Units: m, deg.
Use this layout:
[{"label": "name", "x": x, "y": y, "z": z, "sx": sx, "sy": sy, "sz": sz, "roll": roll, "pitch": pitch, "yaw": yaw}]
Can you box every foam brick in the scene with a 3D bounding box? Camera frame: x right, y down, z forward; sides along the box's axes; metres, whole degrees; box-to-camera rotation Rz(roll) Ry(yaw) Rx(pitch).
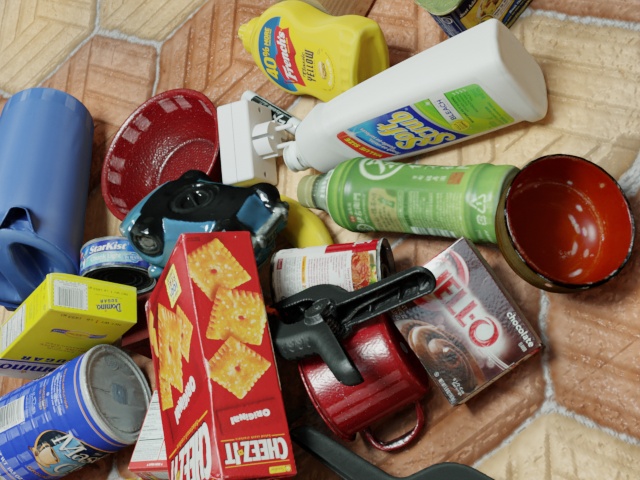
[{"label": "foam brick", "x": -0.156, "y": 0.081, "z": 1.077, "sx": 0.078, "sy": 0.053, "sz": 0.051, "roll": -19, "pitch": 59, "yaw": 26}]

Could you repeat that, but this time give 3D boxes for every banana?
[{"label": "banana", "x": -0.044, "y": -0.012, "z": 1.055, "sx": 0.198, "sy": 0.037, "sz": 0.069, "roll": 37, "pitch": 91, "yaw": 40}]

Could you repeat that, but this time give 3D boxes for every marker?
[{"label": "marker", "x": -0.041, "y": -0.128, "z": 1.120, "sx": 0.121, "sy": 0.020, "sz": 0.020, "roll": 34, "pitch": 90, "yaw": 39}]

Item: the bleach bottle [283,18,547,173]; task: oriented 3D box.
[{"label": "bleach bottle", "x": 0.076, "y": -0.114, "z": 0.995, "sx": 0.251, "sy": 0.102, "sz": 0.068, "roll": -21, "pitch": 49, "yaw": 32}]

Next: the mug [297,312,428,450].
[{"label": "mug", "x": 0.045, "y": 0.122, "z": 0.907, "sx": 0.081, "sy": 0.093, "sz": 0.117, "roll": -31, "pitch": 85, "yaw": 13}]

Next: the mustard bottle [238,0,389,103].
[{"label": "mustard bottle", "x": -0.016, "y": -0.194, "z": 1.090, "sx": 0.058, "sy": 0.096, "sz": 0.192, "roll": -30, "pitch": 39, "yaw": -33}]

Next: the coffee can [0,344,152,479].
[{"label": "coffee can", "x": -0.252, "y": 0.178, "z": 1.064, "sx": 0.140, "sy": 0.102, "sz": 0.103, "roll": -27, "pitch": 56, "yaw": 21}]

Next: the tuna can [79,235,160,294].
[{"label": "tuna can", "x": -0.208, "y": 0.028, "z": 1.117, "sx": 0.086, "sy": 0.086, "sz": 0.034, "roll": -16, "pitch": 62, "yaw": 28}]

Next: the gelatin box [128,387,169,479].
[{"label": "gelatin box", "x": -0.136, "y": 0.183, "z": 1.018, "sx": 0.073, "sy": 0.030, "sz": 0.089, "roll": -11, "pitch": 50, "yaw": 35}]

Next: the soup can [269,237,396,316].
[{"label": "soup can", "x": 0.012, "y": 0.037, "z": 0.959, "sx": 0.102, "sy": 0.068, "sz": 0.068, "roll": -7, "pitch": 64, "yaw": 16}]

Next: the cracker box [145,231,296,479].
[{"label": "cracker box", "x": -0.095, "y": 0.122, "z": 0.922, "sx": 0.164, "sy": 0.072, "sz": 0.214, "roll": 127, "pitch": 137, "yaw": -57}]

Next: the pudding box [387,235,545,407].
[{"label": "pudding box", "x": 0.117, "y": 0.066, "z": 0.885, "sx": 0.090, "sy": 0.039, "sz": 0.113, "roll": -38, "pitch": 77, "yaw": 14}]

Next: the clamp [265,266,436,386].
[{"label": "clamp", "x": 0.005, "y": 0.073, "z": 0.866, "sx": 0.172, "sy": 0.039, "sz": 0.120, "roll": -14, "pitch": 25, "yaw": 46}]

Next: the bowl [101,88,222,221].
[{"label": "bowl", "x": -0.159, "y": -0.081, "z": 1.154, "sx": 0.162, "sy": 0.055, "sz": 0.162, "roll": -15, "pitch": 61, "yaw": 28}]

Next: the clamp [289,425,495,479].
[{"label": "clamp", "x": 0.066, "y": 0.212, "z": 0.834, "sx": 0.210, "sy": 0.036, "sz": 0.164, "roll": -11, "pitch": 62, "yaw": 7}]

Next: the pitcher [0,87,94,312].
[{"label": "pitcher", "x": -0.323, "y": -0.047, "z": 1.197, "sx": 0.149, "sy": 0.144, "sz": 0.243, "roll": -24, "pitch": 44, "yaw": 25}]

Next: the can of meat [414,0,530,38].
[{"label": "can of meat", "x": 0.148, "y": -0.235, "z": 1.000, "sx": 0.102, "sy": 0.083, "sz": 0.057, "roll": -50, "pitch": 50, "yaw": 4}]

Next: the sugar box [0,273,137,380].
[{"label": "sugar box", "x": -0.265, "y": 0.093, "z": 1.081, "sx": 0.177, "sy": 0.093, "sz": 0.048, "roll": -41, "pitch": 46, "yaw": 44}]
